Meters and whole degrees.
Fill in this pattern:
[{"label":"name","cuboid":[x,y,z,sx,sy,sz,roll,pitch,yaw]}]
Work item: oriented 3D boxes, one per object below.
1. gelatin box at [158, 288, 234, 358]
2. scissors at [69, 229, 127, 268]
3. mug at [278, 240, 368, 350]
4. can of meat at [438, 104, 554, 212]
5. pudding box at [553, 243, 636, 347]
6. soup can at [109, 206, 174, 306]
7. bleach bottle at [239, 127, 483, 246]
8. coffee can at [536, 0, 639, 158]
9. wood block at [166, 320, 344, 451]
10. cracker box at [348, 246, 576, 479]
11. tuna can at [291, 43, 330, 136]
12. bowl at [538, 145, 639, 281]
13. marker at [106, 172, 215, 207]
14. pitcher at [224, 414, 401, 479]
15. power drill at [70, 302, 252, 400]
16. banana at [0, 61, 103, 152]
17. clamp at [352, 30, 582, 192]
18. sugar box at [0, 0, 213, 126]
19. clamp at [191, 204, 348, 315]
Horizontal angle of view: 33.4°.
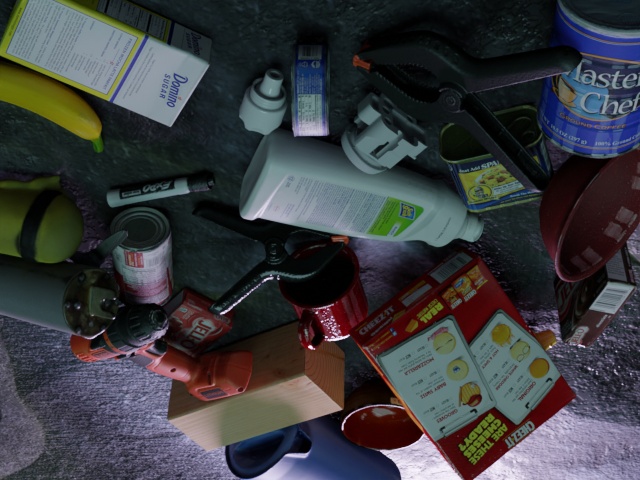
[{"label":"gelatin box","cuboid":[-0.160,0.103,1.306,0.073,0.030,0.089,29,132,-26]},{"label":"scissors","cuboid":[-0.241,0.035,1.182,0.202,0.016,0.096,-8,121,49]},{"label":"mug","cuboid":[0.004,0.070,1.199,0.093,0.117,0.081,6,145,22]},{"label":"can of meat","cuboid":[0.178,-0.079,1.064,0.102,0.057,0.084,-12,138,17]},{"label":"pudding box","cuboid":[0.298,0.049,1.170,0.039,0.090,0.114,13,136,-13]},{"label":"soup can","cuboid":[-0.199,0.020,1.192,0.068,0.068,0.102,5,137,-1]},{"label":"bleach bottle","cuboid":[0.049,-0.039,1.114,0.250,0.068,0.103,16,137,-16]},{"label":"coffee can","cuboid":[0.250,-0.158,0.938,0.103,0.103,0.140,1,138,3]},{"label":"wood block","cuboid":[-0.081,0.183,1.344,0.206,0.090,0.090,-22,132,25]},{"label":"cracker box","cuboid":[0.159,0.139,1.200,0.164,0.072,0.213,-38,108,-3]},{"label":"tuna can","cuboid":[-0.008,-0.139,0.991,0.034,0.086,0.086,0,137,2]},{"label":"bowl","cuboid":[0.269,-0.040,1.066,0.161,0.055,0.162,-30,140,-29]},{"label":"marker","cuboid":[-0.170,-0.054,1.144,0.121,0.020,0.020,-9,136,14]},{"label":"pitcher","cuboid":[-0.009,0.299,1.450,0.145,0.149,0.242,-39,127,19]},{"label":"power drill","cuboid":[-0.173,0.126,1.231,0.187,0.057,0.185,27,153,-30]},{"label":"banana","cuboid":[-0.295,-0.140,1.046,0.197,0.037,0.070,24,133,-21]},{"label":"clamp","cuboid":[0.129,-0.141,0.953,0.210,0.036,0.165,28,144,12]},{"label":"sugar box","cuboid":[-0.198,-0.180,0.991,0.176,0.048,0.093,21,135,-23]},{"label":"clamp","cuboid":[-0.058,0.001,1.163,0.171,0.039,0.120,-18,95,0]}]
